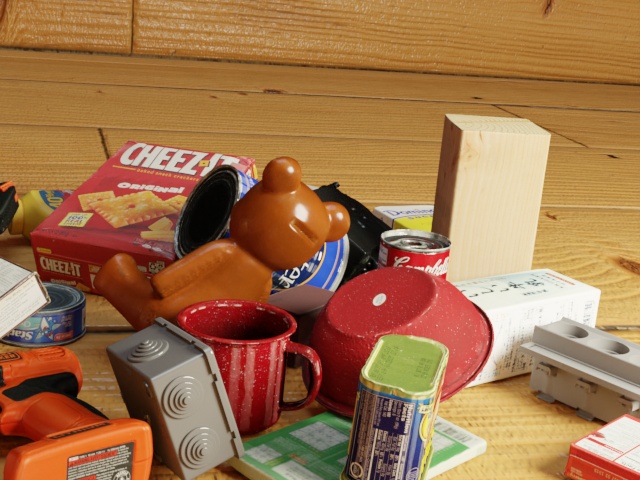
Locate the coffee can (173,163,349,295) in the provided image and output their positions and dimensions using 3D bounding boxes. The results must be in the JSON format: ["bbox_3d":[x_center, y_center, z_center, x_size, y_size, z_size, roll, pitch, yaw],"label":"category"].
[{"bbox_3d":[-0.057,0.001,1.043,0.140,0.103,0.103,29,2,-33],"label":"coffee can"}]

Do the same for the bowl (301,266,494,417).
[{"bbox_3d":[0.055,0.069,0.860,0.162,0.055,0.162,-14,31,8],"label":"bowl"}]

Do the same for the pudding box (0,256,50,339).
[{"bbox_3d":[-0.303,0.059,0.909,0.090,0.039,0.113,20,49,38],"label":"pudding box"}]

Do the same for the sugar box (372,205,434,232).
[{"bbox_3d":[0.139,-0.003,1.316,0.093,0.048,0.176,-2,19,-23],"label":"sugar box"}]

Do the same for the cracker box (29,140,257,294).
[{"bbox_3d":[-0.181,-0.025,1.141,0.164,0.072,0.213,10,36,17],"label":"cracker box"}]

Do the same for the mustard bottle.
[{"bbox_3d":[-0.287,-0.030,1.248,0.191,0.058,0.096,-3,26,-25],"label":"mustard bottle"}]

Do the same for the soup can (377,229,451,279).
[{"bbox_3d":[0.086,0.047,1.026,0.068,0.102,0.068,5,16,-2],"label":"soup can"}]

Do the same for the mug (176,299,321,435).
[{"bbox_3d":[-0.056,0.101,0.833,0.117,0.081,0.093,8,16,9],"label":"mug"}]

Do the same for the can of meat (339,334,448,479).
[{"bbox_3d":[0.053,0.121,0.747,0.057,0.084,0.102,11,18,11],"label":"can of meat"}]

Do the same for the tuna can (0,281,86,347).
[{"bbox_3d":[-0.257,0.066,0.974,0.086,0.034,0.086,5,16,-2],"label":"tuna can"}]

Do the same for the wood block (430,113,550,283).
[{"bbox_3d":[0.165,-0.017,1.085,0.090,0.206,0.090,3,16,-5],"label":"wood block"}]

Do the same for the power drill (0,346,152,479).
[{"bbox_3d":[-0.218,0.128,0.734,0.184,0.057,0.188,-9,22,-40],"label":"power drill"}]

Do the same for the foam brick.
[{"bbox_3d":[-0.018,0.077,0.983,0.053,0.051,0.078,16,19,34],"label":"foam brick"}]
